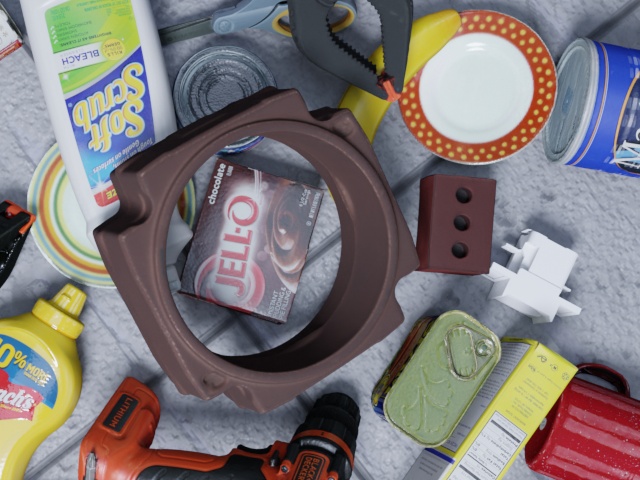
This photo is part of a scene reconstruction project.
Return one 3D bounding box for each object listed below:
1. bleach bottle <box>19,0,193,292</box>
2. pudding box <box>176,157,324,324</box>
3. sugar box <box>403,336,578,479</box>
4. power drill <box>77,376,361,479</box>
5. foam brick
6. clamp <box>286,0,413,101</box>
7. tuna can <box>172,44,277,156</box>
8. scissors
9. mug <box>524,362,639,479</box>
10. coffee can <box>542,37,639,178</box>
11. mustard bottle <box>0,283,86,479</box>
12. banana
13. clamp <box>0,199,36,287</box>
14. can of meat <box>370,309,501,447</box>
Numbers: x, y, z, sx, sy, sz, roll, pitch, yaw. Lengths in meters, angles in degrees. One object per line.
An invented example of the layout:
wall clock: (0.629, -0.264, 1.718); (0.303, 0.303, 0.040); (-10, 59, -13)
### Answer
bleach bottle: (-0.147, -0.081, 0.809); (0.102, 0.068, 0.251); (-17, 89, -8)
pudding box: (-0.055, 0.001, 0.845); (0.090, 0.039, 0.113); (17, 84, -5)
sugar box: (0.121, 0.157, 0.827); (0.048, 0.093, 0.176); (35, 83, -3)
power drill: (-0.069, 0.156, 0.789); (0.188, 0.184, 0.057); (10, 116, 10)
foam brick: (0.108, -0.012, 0.859); (0.053, 0.051, 0.078); (5, 85, -7)
clamp: (-0.002, -0.192, 0.790); (0.165, 0.036, 0.210); (-19, 116, 13)
tuna can: (-0.076, -0.112, 0.854); (0.086, 0.034, 0.086); (1, 86, -7)
scissors: (-0.068, -0.188, 0.841); (0.201, 0.096, 0.016); (-4, 51, -9)
mug: (0.216, 0.146, 0.848); (0.081, 0.093, 0.117); (21, 52, 0)
coffee can: (0.263, -0.100, 0.858); (0.140, 0.103, 0.103); (10, 84, -6)
mustard bottle: (-0.236, 0.117, 0.804); (0.096, 0.058, 0.191); (31, 82, 8)
banana: (0.049, -0.103, 0.863); (0.069, 0.037, 0.198); (21, 90, -7)
clamp: (-0.272, 0.041, 0.780); (0.039, 0.120, 0.171); (28, 79, 1)
can of meat: (0.086, 0.105, 0.831); (0.057, 0.084, 0.102); (34, 82, -3)
